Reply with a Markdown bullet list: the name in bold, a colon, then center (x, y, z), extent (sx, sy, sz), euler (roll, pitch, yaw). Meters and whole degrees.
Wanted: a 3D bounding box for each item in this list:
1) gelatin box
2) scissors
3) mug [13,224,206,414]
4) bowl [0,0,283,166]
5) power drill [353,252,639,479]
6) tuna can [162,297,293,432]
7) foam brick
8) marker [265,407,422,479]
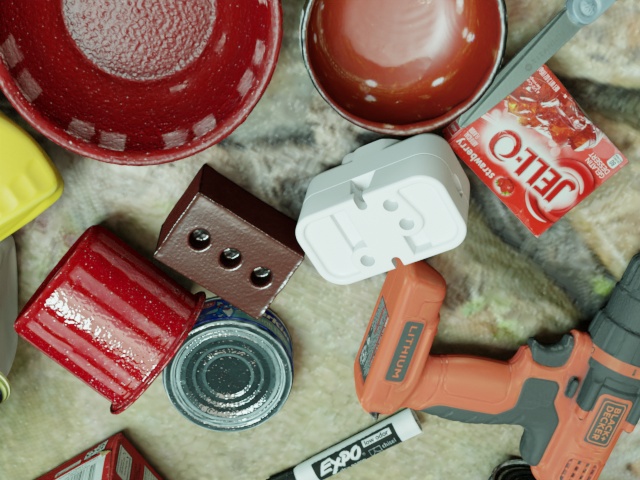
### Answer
- **gelatin box**: center (0.130, -0.057, 0.647), extent (0.073, 0.030, 0.089), euler (-41, 109, 14)
- **scissors**: center (0.146, -0.152, 0.598), extent (0.201, 0.016, 0.096), euler (-29, 106, -2)
- **mug**: center (-0.136, 0.049, 0.656), extent (0.081, 0.093, 0.117), euler (39, 143, -13)
- **bowl**: center (-0.102, -0.125, 0.590), extent (0.162, 0.055, 0.162), euler (-2, 112, -4)
- **power drill**: center (0.128, 0.068, 0.686), extent (0.187, 0.057, 0.184), euler (17, 108, -9)
- **tuna can**: center (-0.060, 0.082, 0.695), extent (0.086, 0.034, 0.086), euler (-1, 113, -3)
- **foam brick**: center (-0.054, 0.001, 0.651), extent (0.078, 0.051, 0.053), euler (32, 109, -16)
- **marker**: center (0.013, 0.150, 0.737), extent (0.121, 0.020, 0.020), euler (-28, 112, 9)
